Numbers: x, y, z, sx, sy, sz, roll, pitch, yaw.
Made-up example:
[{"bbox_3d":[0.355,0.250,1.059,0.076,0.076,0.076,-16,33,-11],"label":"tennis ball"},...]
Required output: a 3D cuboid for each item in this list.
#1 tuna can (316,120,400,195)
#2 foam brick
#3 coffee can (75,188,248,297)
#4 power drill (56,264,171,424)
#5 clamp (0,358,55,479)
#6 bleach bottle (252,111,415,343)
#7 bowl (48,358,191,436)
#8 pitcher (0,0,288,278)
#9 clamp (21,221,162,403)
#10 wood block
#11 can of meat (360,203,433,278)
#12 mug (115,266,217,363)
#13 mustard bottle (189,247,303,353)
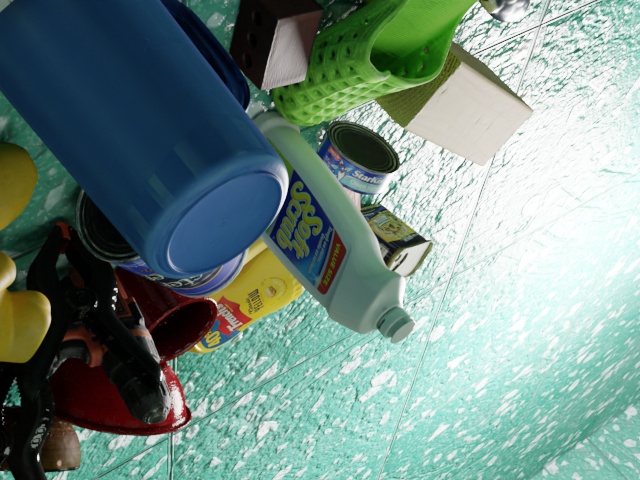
[{"bbox_3d":[0.039,-0.087,1.122,0.085,0.086,0.034,-9,141,-46],"label":"tuna can"},{"bbox_3d":[-0.039,-0.178,0.921,0.051,0.053,0.078,-22,146,-34],"label":"foam brick"},{"bbox_3d":[-0.141,-0.012,0.977,0.103,0.103,0.140,-45,153,6],"label":"coffee can"},{"bbox_3d":[-0.241,0.103,0.949,0.187,0.184,0.057,-10,140,-31],"label":"power drill"},{"bbox_3d":[-0.309,0.202,1.024,0.165,0.210,0.036,-10,163,21],"label":"clamp"},{"bbox_3d":[0.005,-0.007,1.012,0.103,0.251,0.068,-51,152,18],"label":"bleach bottle"},{"bbox_3d":[-0.208,0.147,1.103,0.161,0.162,0.055,0,105,-53],"label":"bowl"},{"bbox_3d":[-0.122,-0.095,0.724,0.149,0.243,0.145,-39,155,-3],"label":"pitcher"},{"bbox_3d":[-0.201,0.063,0.928,0.120,0.171,0.039,10,145,-31],"label":"clamp"},{"bbox_3d":[0.134,-0.157,1.138,0.090,0.091,0.205,-49,153,16],"label":"wood block"},{"bbox_3d":[0.074,0.003,1.285,0.101,0.084,0.057,-15,140,-57],"label":"can of meat"},{"bbox_3d":[-0.173,0.072,1.083,0.117,0.082,0.093,-42,153,1],"label":"mug"},{"bbox_3d":[-0.112,0.071,1.185,0.191,0.058,0.096,-32,139,-16],"label":"mustard bottle"}]
